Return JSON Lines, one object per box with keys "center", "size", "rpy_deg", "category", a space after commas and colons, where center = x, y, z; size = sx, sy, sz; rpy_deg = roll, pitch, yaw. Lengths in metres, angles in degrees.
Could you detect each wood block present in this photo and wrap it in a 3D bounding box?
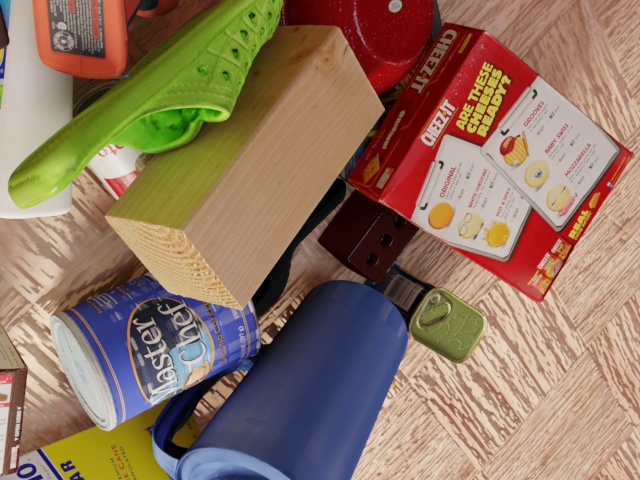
{"center": [-0.053, -0.060, 0.804], "size": [0.206, 0.090, 0.090], "rpy_deg": [-56, 132, -24], "category": "wood block"}

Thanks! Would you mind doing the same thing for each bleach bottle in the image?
{"center": [-0.210, -0.147, 0.731], "size": [0.067, 0.103, 0.251], "rpy_deg": [-7, 108, -43], "category": "bleach bottle"}

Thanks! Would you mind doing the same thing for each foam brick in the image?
{"center": [0.047, -0.008, 1.001], "size": [0.053, 0.051, 0.078], "rpy_deg": [39, 86, -40], "category": "foam brick"}

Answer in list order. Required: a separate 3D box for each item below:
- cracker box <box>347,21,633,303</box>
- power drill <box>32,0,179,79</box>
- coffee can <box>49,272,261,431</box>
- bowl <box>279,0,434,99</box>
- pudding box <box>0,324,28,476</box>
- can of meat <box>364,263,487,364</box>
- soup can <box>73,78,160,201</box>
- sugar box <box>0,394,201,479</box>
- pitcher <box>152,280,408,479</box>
{"center": [0.152, -0.065, 0.937], "size": [0.213, 0.072, 0.164], "rpy_deg": [30, 93, -32], "category": "cracker box"}
{"center": [-0.129, -0.204, 0.689], "size": [0.057, 0.187, 0.184], "rpy_deg": [8, 128, 6], "category": "power drill"}
{"center": [-0.135, 0.078, 0.873], "size": [0.140, 0.103, 0.103], "rpy_deg": [-25, 123, -26], "category": "coffee can"}
{"center": [0.044, -0.192, 0.889], "size": [0.161, 0.055, 0.162], "rpy_deg": [-6, 100, -40], "category": "bowl"}
{"center": [-0.253, 0.111, 0.794], "size": [0.039, 0.114, 0.090], "rpy_deg": [-2, 111, -33], "category": "pudding box"}
{"center": [0.101, 0.069, 1.054], "size": [0.102, 0.084, 0.057], "rpy_deg": [32, 90, -41], "category": "can of meat"}
{"center": [-0.145, -0.070, 0.821], "size": [0.068, 0.069, 0.102], "rpy_deg": [-43, 128, -13], "category": "soup can"}
{"center": [-0.181, 0.204, 0.903], "size": [0.175, 0.093, 0.048], "rpy_deg": [-20, 165, -31], "category": "sugar box"}
{"center": [-0.022, 0.141, 0.926], "size": [0.149, 0.145, 0.242], "rpy_deg": [51, 42, -16], "category": "pitcher"}
